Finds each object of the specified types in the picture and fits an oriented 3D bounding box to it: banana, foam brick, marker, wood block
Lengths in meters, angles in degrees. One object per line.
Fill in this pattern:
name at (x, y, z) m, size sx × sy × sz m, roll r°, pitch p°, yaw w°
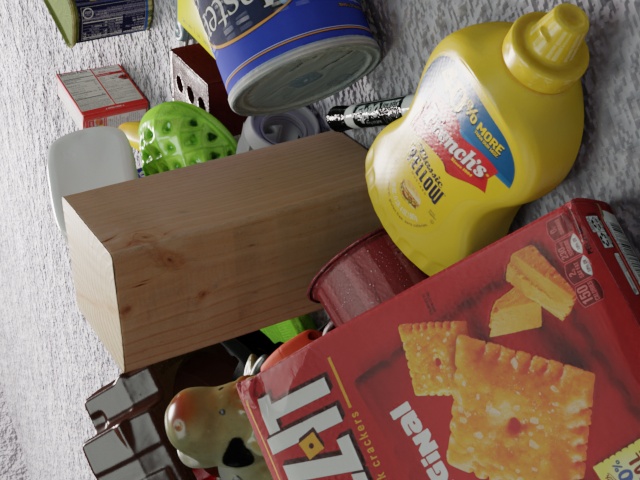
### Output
banana at (-0.137, -0.095, 0.995) m, size 0.037 × 0.069 × 0.198 m, roll -62°, pitch 22°, yaw -7°
foam brick at (-0.085, -0.125, 0.882) m, size 0.078 × 0.051 × 0.053 m, roll 45°, pitch 143°, yaw 45°
marker at (0.037, -0.083, 0.698) m, size 0.121 × 0.020 × 0.020 m, roll 5°, pitch 109°, yaw 63°
wood block at (-0.055, 0.002, 0.716) m, size 0.091 × 0.205 × 0.090 m, roll 42°, pitch 140°, yaw 48°

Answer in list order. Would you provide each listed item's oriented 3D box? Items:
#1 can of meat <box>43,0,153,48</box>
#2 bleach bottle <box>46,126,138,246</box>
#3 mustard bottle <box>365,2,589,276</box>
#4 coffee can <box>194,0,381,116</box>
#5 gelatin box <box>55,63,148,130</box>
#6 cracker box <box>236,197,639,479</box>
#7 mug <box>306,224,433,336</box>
can of meat at (-0.222, -0.244, 1.053) m, size 0.102 × 0.083 × 0.057 m, roll 58°, pitch 151°, yaw 30°
bleach bottle at (-0.166, 0.012, 0.919) m, size 0.251 × 0.068 × 0.102 m, roll 83°, pitch 174°, yaw -63°
mustard bottle at (0.087, -0.058, 0.566) m, size 0.096 × 0.058 × 0.192 m, roll 62°, pitch 152°, yaw 17°
coffee can at (-0.032, -0.165, 0.693) m, size 0.103 × 0.102 × 0.140 m, roll -38°, pitch 70°, yaw 63°
gelatin box at (-0.234, -0.151, 1.143) m, size 0.089 × 0.073 × 0.030 m, roll 50°, pitch 146°, yaw 40°
cracker box at (0.080, 0.099, 0.534) m, size 0.214 × 0.072 × 0.164 m, roll -31°, pitch 74°, yaw 25°
mug at (0.044, 0.051, 0.672) m, size 0.117 × 0.093 × 0.081 m, roll -45°, pitch 66°, yaw 33°
